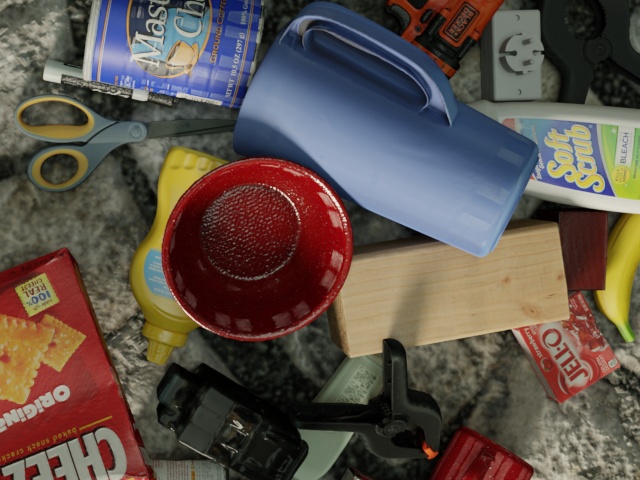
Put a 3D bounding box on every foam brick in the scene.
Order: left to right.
[{"bbox_3d":[0.240,0.008,1.021,0.051,0.053,0.078,0,93,-10],"label":"foam brick"}]

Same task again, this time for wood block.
[{"bbox_3d":[0.111,0.040,0.982,0.206,0.091,0.090,-9,95,-9],"label":"wood block"}]

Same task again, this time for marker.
[{"bbox_3d":[-0.186,-0.140,0.955,0.121,0.020,0.020,12,92,-10],"label":"marker"}]

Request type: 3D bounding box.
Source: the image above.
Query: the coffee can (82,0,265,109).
[{"bbox_3d":[-0.126,-0.176,0.921,0.140,0.103,0.103,10,92,-10],"label":"coffee can"}]

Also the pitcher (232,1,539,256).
[{"bbox_3d":[0.059,-0.090,0.902,0.243,0.149,0.145,26,95,7],"label":"pitcher"}]

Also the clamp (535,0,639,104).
[{"bbox_3d":[0.254,-0.172,1.019,0.164,0.036,0.210,-31,100,-5],"label":"clamp"}]

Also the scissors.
[{"bbox_3d":[-0.177,-0.080,0.963,0.201,0.016,0.096,11,94,-10],"label":"scissors"}]

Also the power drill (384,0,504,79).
[{"bbox_3d":[0.056,-0.217,0.966,0.187,0.057,0.184,35,101,-9],"label":"power drill"}]

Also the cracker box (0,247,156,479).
[{"bbox_3d":[-0.253,0.135,0.906,0.164,0.072,0.214,-21,77,-8],"label":"cracker box"}]

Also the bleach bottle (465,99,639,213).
[{"bbox_3d":[0.212,-0.075,0.982,0.251,0.068,0.102,3,100,0],"label":"bleach bottle"}]

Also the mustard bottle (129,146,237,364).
[{"bbox_3d":[-0.118,0.018,0.958,0.096,0.058,0.191,18,91,-16],"label":"mustard bottle"}]

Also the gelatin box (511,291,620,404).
[{"bbox_3d":[0.238,0.103,1.038,0.073,0.030,0.089,-30,98,-6],"label":"gelatin box"}]

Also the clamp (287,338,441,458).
[{"bbox_3d":[0.065,0.150,0.965,0.120,0.039,0.171,-38,136,23],"label":"clamp"}]

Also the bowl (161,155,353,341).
[{"bbox_3d":[-0.056,0.001,0.907,0.162,0.055,0.162,-4,109,-11],"label":"bowl"}]

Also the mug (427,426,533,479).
[{"bbox_3d":[0.144,0.225,0.992,0.093,0.117,0.081,28,83,22],"label":"mug"}]

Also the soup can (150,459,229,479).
[{"bbox_3d":[-0.136,0.230,0.965,0.102,0.068,0.068,2,94,-10],"label":"soup can"}]
